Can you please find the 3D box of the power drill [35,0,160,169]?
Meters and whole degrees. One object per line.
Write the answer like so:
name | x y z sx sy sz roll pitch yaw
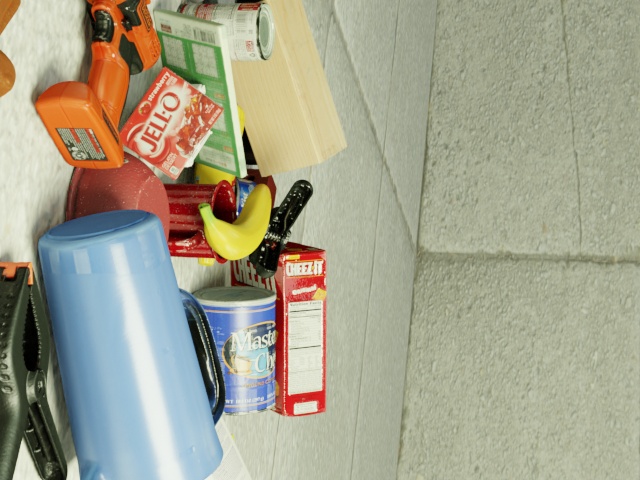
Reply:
power drill | -0.201 -0.174 0.967 0.184 0.057 0.187 72 24 -56

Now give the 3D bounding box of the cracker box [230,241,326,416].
cracker box | -0.060 0.110 1.411 0.164 0.072 0.214 12 -76 60

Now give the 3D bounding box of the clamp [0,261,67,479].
clamp | -0.245 0.124 0.855 0.164 0.036 0.210 -61 150 -80

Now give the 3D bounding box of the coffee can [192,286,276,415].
coffee can | -0.106 0.134 1.320 0.102 0.103 0.140 -29 121 -75

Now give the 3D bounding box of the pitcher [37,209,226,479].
pitcher | -0.167 0.097 0.960 0.149 0.145 0.243 -121 -159 -75

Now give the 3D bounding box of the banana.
banana | -0.085 -0.018 1.164 0.197 0.037 0.069 -34 127 -74

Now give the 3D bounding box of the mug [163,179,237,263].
mug | -0.147 -0.016 1.169 0.117 0.081 0.093 -65 154 -59

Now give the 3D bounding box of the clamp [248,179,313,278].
clamp | -0.058 0.002 1.260 0.120 0.039 0.172 -60 -175 -20

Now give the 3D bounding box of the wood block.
wood block | -0.051 -0.195 1.336 0.090 0.091 0.206 -38 113 -58

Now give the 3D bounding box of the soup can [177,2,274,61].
soup can | -0.111 -0.243 1.245 0.068 0.102 0.068 2 90 -76

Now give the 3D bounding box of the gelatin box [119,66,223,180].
gelatin box | -0.151 -0.117 1.070 0.089 0.073 0.030 -54 -169 4

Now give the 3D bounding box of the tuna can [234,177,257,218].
tuna can | -0.106 -0.036 1.345 0.086 0.033 0.086 -41 -137 54

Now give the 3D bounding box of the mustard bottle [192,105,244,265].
mustard bottle | -0.128 -0.065 1.284 0.096 0.058 0.191 133 -37 -78

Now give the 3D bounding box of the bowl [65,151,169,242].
bowl | -0.189 -0.018 1.046 0.162 0.055 0.162 3 90 -77
